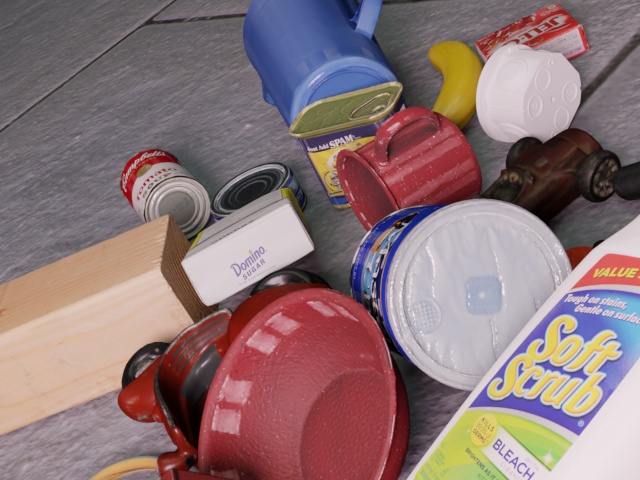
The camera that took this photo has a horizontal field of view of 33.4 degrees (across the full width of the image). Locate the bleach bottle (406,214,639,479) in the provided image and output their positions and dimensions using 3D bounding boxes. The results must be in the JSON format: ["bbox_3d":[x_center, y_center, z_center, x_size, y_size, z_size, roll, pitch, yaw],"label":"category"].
[{"bbox_3d":[0.131,0.055,0.493,0.251,0.068,0.103,-58,31,5],"label":"bleach bottle"}]

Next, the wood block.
[{"bbox_3d":[-0.196,0.070,0.874,0.206,0.090,0.091,-22,30,12],"label":"wood block"}]

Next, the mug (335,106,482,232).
[{"bbox_3d":[0.069,-0.057,0.824,0.081,0.117,0.093,-31,50,-15],"label":"mug"}]

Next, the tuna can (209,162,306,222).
[{"bbox_3d":[-0.058,-0.035,0.981,0.086,0.033,0.086,-22,29,12],"label":"tuna can"}]

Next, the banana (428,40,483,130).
[{"bbox_3d":[0.121,-0.147,1.001,0.070,0.037,0.197,-14,31,24],"label":"banana"}]

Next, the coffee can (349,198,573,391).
[{"bbox_3d":[0.078,0.028,0.633,0.102,0.103,0.140,-31,4,-6],"label":"coffee can"}]

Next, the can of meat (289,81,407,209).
[{"bbox_3d":[0.037,-0.080,0.916,0.102,0.084,0.057,-10,33,31],"label":"can of meat"}]

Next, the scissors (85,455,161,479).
[{"bbox_3d":[-0.193,0.199,0.736,0.202,0.016,0.096,-21,29,15],"label":"scissors"}]

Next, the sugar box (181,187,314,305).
[{"bbox_3d":[-0.056,0.001,0.852,0.093,0.048,0.176,-29,10,2],"label":"sugar box"}]

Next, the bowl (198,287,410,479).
[{"bbox_3d":[-0.001,0.112,0.624,0.162,0.055,0.162,-24,55,39],"label":"bowl"}]

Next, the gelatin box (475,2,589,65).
[{"bbox_3d":[0.197,-0.184,1.001,0.089,0.030,0.073,-25,29,7],"label":"gelatin box"}]

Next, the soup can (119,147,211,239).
[{"bbox_3d":[-0.153,-0.045,1.048,0.068,0.068,0.102,-33,29,-9],"label":"soup can"}]

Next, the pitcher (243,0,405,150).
[{"bbox_3d":[0.008,-0.178,1.052,0.145,0.149,0.243,-17,31,-3],"label":"pitcher"}]
